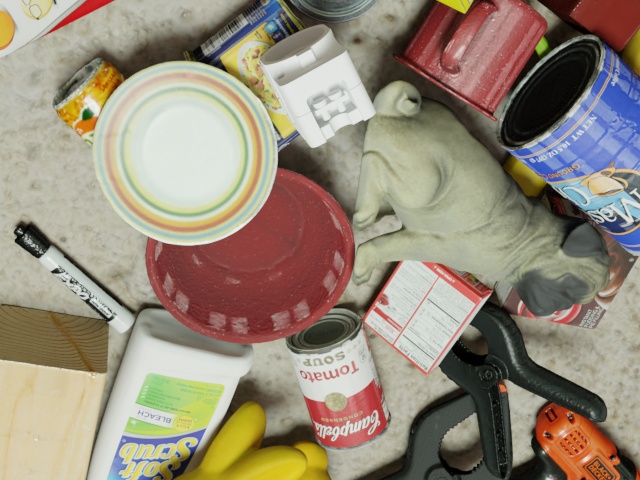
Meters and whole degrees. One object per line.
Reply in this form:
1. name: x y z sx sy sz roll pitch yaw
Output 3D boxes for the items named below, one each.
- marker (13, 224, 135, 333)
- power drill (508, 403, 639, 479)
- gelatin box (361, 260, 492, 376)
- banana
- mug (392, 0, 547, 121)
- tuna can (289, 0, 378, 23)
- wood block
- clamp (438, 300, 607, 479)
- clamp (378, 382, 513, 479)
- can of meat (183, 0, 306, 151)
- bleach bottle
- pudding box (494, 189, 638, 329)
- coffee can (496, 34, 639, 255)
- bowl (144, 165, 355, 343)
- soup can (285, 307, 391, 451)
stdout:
1. marker: -0.198 0.030 0.856 0.020 0.020 0.121 -41 113 9
2. power drill: 0.215 0.261 1.003 0.188 0.057 0.184 -41 110 7
3. gelatin box: 0.087 0.055 0.881 0.073 0.030 0.089 39 117 16
4. banana: 0.160 -0.070 0.861 0.069 0.037 0.198 18 110 -6
5. mug: 0.110 -0.146 0.779 0.093 0.117 0.081 34 101 11
6. tuna can: 0.009 -0.203 0.778 0.086 0.034 0.086 -3 114 -8
7. wood block: -0.235 0.169 0.873 0.090 0.091 0.206 10 111 -14
8. clamp: 0.157 0.108 0.895 0.120 0.039 0.171 -29 92 23
9. clamp: 0.116 0.224 0.952 0.164 0.036 0.210 38 94 9
10. can of meat: -0.037 -0.123 0.794 0.084 0.057 0.102 -37 115 5
11. bleach bottle: -0.141 0.183 0.911 0.102 0.068 0.251 14 113 -15
12. pudding box: 0.208 0.018 0.892 0.090 0.039 0.114 10 125 -14
13. coffee can: 0.216 -0.069 0.789 0.140 0.103 0.103 36 104 -19
14. bowl: -0.056 0.001 0.840 0.162 0.055 0.162 -3 122 -4
15. soup can: 0.015 0.117 0.902 0.068 0.068 0.102 -17 114 -1
